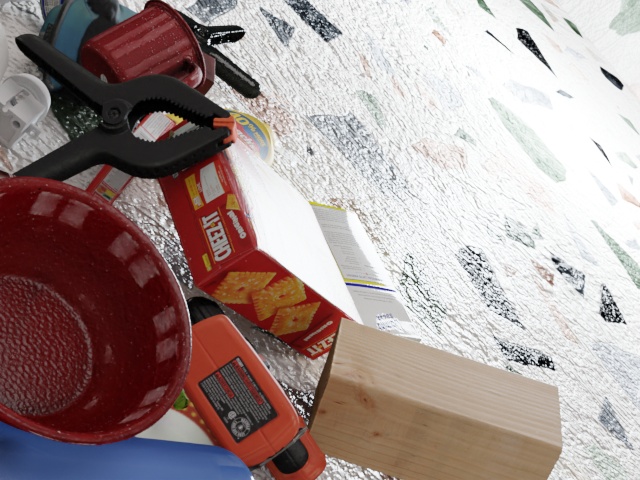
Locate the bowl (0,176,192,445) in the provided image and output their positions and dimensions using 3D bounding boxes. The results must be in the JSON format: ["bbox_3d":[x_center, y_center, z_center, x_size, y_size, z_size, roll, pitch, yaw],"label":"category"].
[{"bbox_3d":[-0.153,0.046,0.594,0.161,0.055,0.162,27,44,-30],"label":"bowl"}]

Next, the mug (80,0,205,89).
[{"bbox_3d":[-0.158,-0.157,0.975,0.081,0.093,0.117,-36,49,-26],"label":"mug"}]

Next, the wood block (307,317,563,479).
[{"bbox_3d":[0.099,0.157,0.944,0.206,0.090,0.090,17,32,-1],"label":"wood block"}]

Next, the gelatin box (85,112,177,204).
[{"bbox_3d":[-0.175,-0.077,0.993,0.030,0.073,0.089,40,28,-10],"label":"gelatin box"}]

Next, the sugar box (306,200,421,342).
[{"bbox_3d":[0.030,0.042,1.129,0.093,0.048,0.176,11,46,-45],"label":"sugar box"}]

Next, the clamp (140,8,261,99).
[{"bbox_3d":[-0.147,-0.242,1.284,0.171,0.039,0.120,25,33,-31],"label":"clamp"}]

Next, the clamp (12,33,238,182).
[{"bbox_3d":[-0.176,-0.107,0.901,0.210,0.036,0.164,-3,68,0],"label":"clamp"}]

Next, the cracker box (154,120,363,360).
[{"bbox_3d":[-0.056,0.001,0.979,0.213,0.072,0.164,41,21,-55],"label":"cracker box"}]

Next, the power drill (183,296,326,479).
[{"bbox_3d":[-0.063,0.109,0.819,0.184,0.057,0.187,52,-4,12],"label":"power drill"}]
